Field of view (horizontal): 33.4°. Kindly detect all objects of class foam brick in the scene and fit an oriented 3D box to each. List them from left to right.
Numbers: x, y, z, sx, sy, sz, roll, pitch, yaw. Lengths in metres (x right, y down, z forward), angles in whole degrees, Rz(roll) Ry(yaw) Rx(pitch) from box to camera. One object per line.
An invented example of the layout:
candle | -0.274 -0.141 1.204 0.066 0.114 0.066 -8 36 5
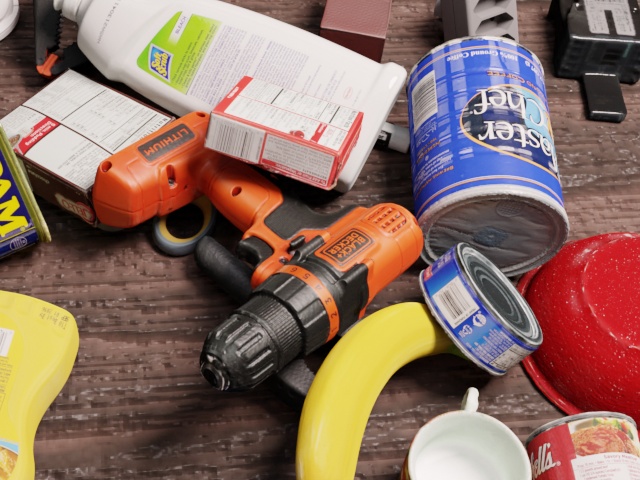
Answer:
foam brick | 0.028 -0.174 0.852 0.053 0.051 0.078 11 55 0

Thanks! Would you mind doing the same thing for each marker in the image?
marker | 0.011 -0.093 0.810 0.121 0.020 0.020 18 55 3

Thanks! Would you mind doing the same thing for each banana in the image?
banana | 0.032 0.086 0.630 0.070 0.037 0.197 41 43 10

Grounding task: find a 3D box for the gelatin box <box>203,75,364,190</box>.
gelatin box | -0.022 -0.071 0.695 0.089 0.030 0.073 19 30 5

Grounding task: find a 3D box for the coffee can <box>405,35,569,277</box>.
coffee can | 0.114 -0.058 0.750 0.102 0.103 0.140 3 55 -4

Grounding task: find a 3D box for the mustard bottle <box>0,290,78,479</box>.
mustard bottle | -0.210 0.121 0.617 0.096 0.058 0.191 10 55 0

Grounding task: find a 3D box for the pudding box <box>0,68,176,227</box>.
pudding box | -0.167 -0.068 0.752 0.114 0.039 0.090 28 55 27

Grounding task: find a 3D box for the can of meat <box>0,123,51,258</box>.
can of meat | -0.237 -0.029 0.697 0.083 0.058 0.102 -26 106 -19

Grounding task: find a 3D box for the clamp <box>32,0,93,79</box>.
clamp | -0.161 -0.219 0.812 0.164 0.036 0.210 40 87 -6

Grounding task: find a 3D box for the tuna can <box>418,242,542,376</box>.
tuna can | 0.104 0.043 0.690 0.034 0.086 0.086 -41 60 20

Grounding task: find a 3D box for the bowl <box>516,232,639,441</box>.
bowl | 0.213 0.050 0.716 0.162 0.055 0.162 3 55 -4

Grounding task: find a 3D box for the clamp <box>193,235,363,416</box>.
clamp | 0.000 0.050 0.704 0.120 0.039 0.171 -20 60 -16

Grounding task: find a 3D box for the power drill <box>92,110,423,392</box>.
power drill | -0.054 0.001 0.673 0.188 0.057 0.184 34 45 24

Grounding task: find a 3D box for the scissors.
scissors | -0.077 -0.060 0.783 0.096 0.016 0.201 41 61 18

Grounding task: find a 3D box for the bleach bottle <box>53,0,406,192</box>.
bleach bottle | -0.071 -0.131 0.768 0.251 0.068 0.102 27 88 3
